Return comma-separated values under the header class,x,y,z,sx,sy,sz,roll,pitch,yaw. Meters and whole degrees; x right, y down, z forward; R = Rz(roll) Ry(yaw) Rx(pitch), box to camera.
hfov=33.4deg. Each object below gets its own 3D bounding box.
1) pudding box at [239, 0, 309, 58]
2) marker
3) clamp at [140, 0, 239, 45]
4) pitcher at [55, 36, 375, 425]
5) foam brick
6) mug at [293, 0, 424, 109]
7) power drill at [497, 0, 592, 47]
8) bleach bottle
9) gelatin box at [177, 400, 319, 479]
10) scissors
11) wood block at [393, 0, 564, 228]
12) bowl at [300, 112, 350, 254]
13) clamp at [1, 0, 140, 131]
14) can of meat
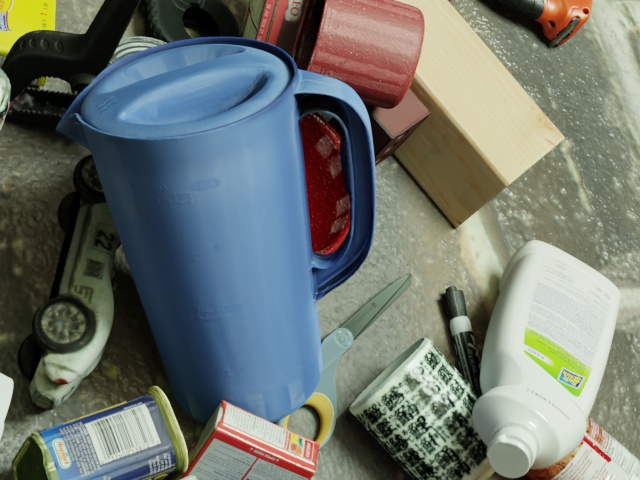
class,x,y,z,sx,sy,sz,roll,pitch,yaw
pudding box,-0.037,-0.186,0.870,0.039,0.090,0.113,13,27,-14
marker,0.120,0.094,0.871,0.020,0.020,0.121,0,65,-26
clamp,-0.112,-0.206,0.901,0.120,0.039,0.171,-30,83,-30
pitcher,-0.055,0.001,0.687,0.144,0.243,0.149,-33,41,-31
foam brick,0.043,-0.096,0.896,0.052,0.078,0.051,-37,85,-33
mug,0.028,-0.153,0.831,0.081,0.093,0.117,14,16,-12
power drill,0.188,-0.292,1.084,0.187,0.057,0.184,22,61,-12
bleach bottle,0.161,0.090,0.803,0.102,0.068,0.250,30,31,8
gelatin box,-0.053,0.155,0.709,0.073,0.089,0.030,26,34,-12
scissors,0.018,0.098,0.820,0.201,0.016,0.096,-21,77,-33
wood block,0.099,-0.128,0.933,0.090,0.090,0.206,-36,85,-35
bowl,-0.052,-0.040,0.832,0.162,0.055,0.162,11,60,-21
clamp,-0.147,-0.109,0.758,0.164,0.210,0.036,48,45,-38
can of meat,-0.140,0.140,0.668,0.083,0.102,0.057,-15,73,-30
